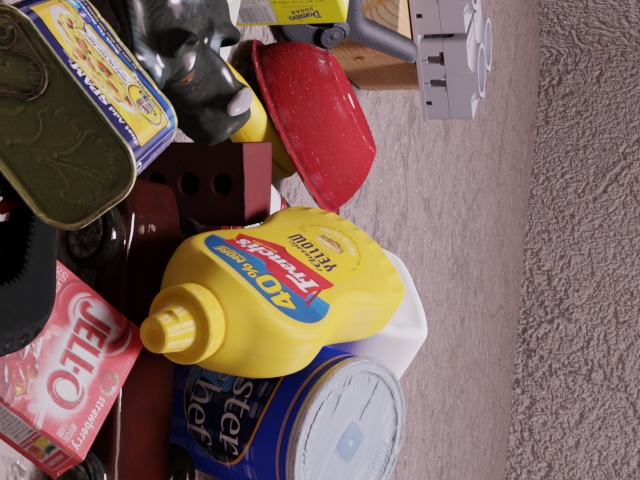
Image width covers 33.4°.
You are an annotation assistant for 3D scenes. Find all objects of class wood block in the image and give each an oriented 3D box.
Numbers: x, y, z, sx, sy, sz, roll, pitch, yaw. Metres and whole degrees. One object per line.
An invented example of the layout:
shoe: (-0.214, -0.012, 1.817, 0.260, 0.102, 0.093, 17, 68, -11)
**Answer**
wood block: (0.061, -0.219, 1.101, 0.206, 0.091, 0.090, 14, 77, -73)

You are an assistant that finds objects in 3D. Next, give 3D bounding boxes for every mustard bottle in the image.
mustard bottle: (-0.033, 0.031, 0.600, 0.191, 0.096, 0.058, -18, 145, -57)

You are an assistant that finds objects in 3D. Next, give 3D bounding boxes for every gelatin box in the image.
gelatin box: (-0.131, 0.057, 0.516, 0.073, 0.030, 0.089, 43, 37, -16)

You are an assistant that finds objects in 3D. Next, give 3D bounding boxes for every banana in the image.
banana: (-0.048, -0.087, 0.851, 0.069, 0.037, 0.197, 68, 10, 12)

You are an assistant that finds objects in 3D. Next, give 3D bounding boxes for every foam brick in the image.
foam brick: (-0.075, -0.037, 0.680, 0.051, 0.078, 0.053, -19, 109, -74)

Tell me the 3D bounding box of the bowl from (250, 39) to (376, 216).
bowl: (0.003, -0.101, 0.871, 0.162, 0.055, 0.162, 62, 11, -22)

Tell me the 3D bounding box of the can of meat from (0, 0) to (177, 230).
can of meat: (-0.120, -0.066, 0.503, 0.102, 0.057, 0.084, 53, 19, -11)

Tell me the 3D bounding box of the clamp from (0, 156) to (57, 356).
clamp: (-0.153, 0.030, 0.436, 0.164, 0.036, 0.209, 62, 21, -14)

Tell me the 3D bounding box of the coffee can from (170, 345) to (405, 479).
coffee can: (-0.033, 0.107, 0.667, 0.102, 0.141, 0.103, -16, 111, -46)

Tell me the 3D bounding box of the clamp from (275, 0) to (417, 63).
clamp: (0.001, -0.180, 0.940, 0.171, 0.120, 0.039, 42, 13, -43)
